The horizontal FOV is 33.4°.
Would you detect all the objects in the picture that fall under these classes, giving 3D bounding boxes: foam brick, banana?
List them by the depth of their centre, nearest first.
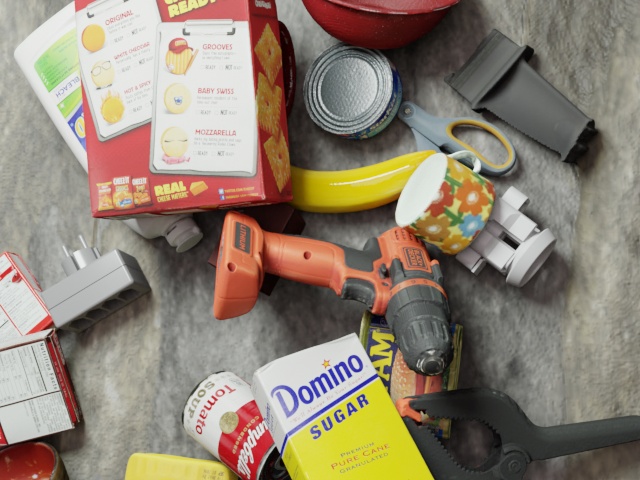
[{"bbox_3d":[0.008,-0.058,0.955,0.198,0.037,0.069,9,97,17],"label":"banana"},{"bbox_3d":[-0.056,0.001,0.957,0.053,0.051,0.078,25,85,16],"label":"foam brick"}]

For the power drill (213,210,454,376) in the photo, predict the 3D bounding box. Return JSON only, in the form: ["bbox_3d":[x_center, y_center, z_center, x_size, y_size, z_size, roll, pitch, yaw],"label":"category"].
[{"bbox_3d":[0.010,0.039,0.857,0.187,0.184,0.057,9,116,-10],"label":"power drill"}]

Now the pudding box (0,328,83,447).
[{"bbox_3d":[-0.282,0.138,0.966,0.113,0.039,0.090,-15,98,3],"label":"pudding box"}]

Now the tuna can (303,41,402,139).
[{"bbox_3d":[0.030,-0.135,0.963,0.086,0.033,0.086,-3,82,23],"label":"tuna can"}]

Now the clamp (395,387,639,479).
[{"bbox_3d":[0.159,0.171,0.855,0.210,0.036,0.164,35,83,-6],"label":"clamp"}]

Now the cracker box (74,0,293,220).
[{"bbox_3d":[-0.116,-0.130,0.905,0.164,0.072,0.214,-5,88,21],"label":"cracker box"}]

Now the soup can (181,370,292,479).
[{"bbox_3d":[-0.061,0.162,0.902,0.102,0.068,0.068,30,86,37],"label":"soup can"}]

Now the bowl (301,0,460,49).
[{"bbox_3d":[0.047,-0.216,0.952,0.162,0.055,0.162,6,37,-4],"label":"bowl"}]

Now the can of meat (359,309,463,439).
[{"bbox_3d":[0.074,0.115,0.904,0.084,0.057,0.102,6,81,10],"label":"can of meat"}]

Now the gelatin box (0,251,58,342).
[{"bbox_3d":[-0.295,0.066,1.006,0.073,0.030,0.089,-41,74,3],"label":"gelatin box"}]

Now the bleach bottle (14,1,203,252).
[{"bbox_3d":[-0.183,-0.101,1.000,0.102,0.068,0.251,-37,76,4],"label":"bleach bottle"}]

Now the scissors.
[{"bbox_3d":[0.078,-0.095,0.966,0.202,0.016,0.096,26,88,19],"label":"scissors"}]

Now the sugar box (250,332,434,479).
[{"bbox_3d":[0.023,0.164,0.817,0.093,0.048,0.176,-18,63,-21],"label":"sugar box"}]

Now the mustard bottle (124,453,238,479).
[{"bbox_3d":[-0.130,0.283,0.912,0.096,0.058,0.191,5,80,14],"label":"mustard bottle"}]
